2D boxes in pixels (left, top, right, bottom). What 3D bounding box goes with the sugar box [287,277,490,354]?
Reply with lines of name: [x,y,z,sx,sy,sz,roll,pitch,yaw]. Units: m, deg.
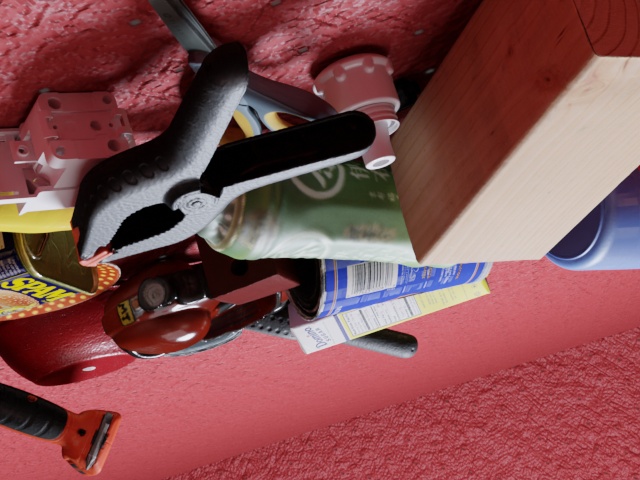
sugar box: [0.057,0.034,0.967,0.176,0.093,0.048,-21,129,12]

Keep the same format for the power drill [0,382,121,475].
power drill: [-0.277,0.149,0.932,0.187,0.057,0.185,23,162,-14]

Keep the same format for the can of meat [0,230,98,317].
can of meat: [-0.203,0.013,0.680,0.084,0.057,0.102,-17,165,10]

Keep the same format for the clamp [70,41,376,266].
clamp: [-0.057,-0.035,0.549,0.120,0.039,0.172,18,141,-42]

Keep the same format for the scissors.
scissors: [-0.036,-0.084,0.531,0.096,0.016,0.202,9,165,2]

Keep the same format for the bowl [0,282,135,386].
bowl: [-0.215,0.090,0.950,0.162,0.055,0.162,-16,166,-4]

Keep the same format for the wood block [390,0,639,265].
wood block: [0.121,-0.073,0.587,0.090,0.090,0.206,-2,152,-21]

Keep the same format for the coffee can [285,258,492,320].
coffee can: [0.045,-0.004,0.801,0.140,0.103,0.103,-12,165,-19]

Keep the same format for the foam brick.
foam brick: [-0.055,0.001,0.757,0.053,0.078,0.051,-21,167,13]

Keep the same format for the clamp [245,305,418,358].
clamp: [-0.013,0.082,1.074,0.165,0.036,0.209,17,-175,41]
